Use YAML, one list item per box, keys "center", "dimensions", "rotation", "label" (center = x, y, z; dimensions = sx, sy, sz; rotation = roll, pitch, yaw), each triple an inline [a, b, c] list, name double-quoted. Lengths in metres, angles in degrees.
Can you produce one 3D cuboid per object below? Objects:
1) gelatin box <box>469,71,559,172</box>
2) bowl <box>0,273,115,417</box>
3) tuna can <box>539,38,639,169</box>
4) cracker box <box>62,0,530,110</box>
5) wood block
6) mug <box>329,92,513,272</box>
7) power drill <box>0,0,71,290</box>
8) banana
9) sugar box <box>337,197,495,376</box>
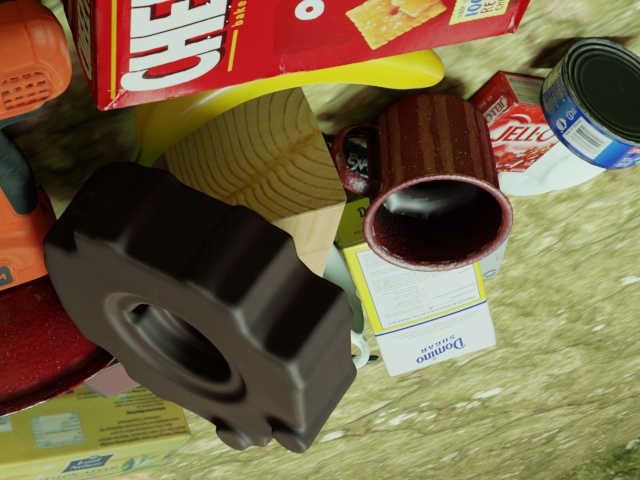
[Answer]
- center: [0.134, -0.080, 0.745]
  dimensions: [0.089, 0.030, 0.073]
  rotation: [0, 148, -42]
  label: "gelatin box"
- center: [-0.202, 0.052, 0.631]
  dimensions: [0.162, 0.055, 0.162]
  rotation: [-8, -162, 2]
  label: "bowl"
- center: [0.189, -0.090, 0.704]
  dimensions: [0.086, 0.086, 0.034]
  rotation: [-8, 154, -30]
  label: "tuna can"
- center: [0.003, -0.142, 0.443]
  dimensions: [0.213, 0.072, 0.164]
  rotation: [-14, 155, -18]
  label: "cracker box"
- center: [-0.054, 0.001, 0.674]
  dimensions: [0.090, 0.090, 0.206]
  rotation: [-15, 155, -17]
  label: "wood block"
- center: [0.060, -0.042, 0.678]
  dimensions: [0.117, 0.081, 0.093]
  rotation: [13, 138, -17]
  label: "mug"
- center: [-0.204, -0.028, 0.514]
  dimensions: [0.184, 0.057, 0.188]
  rotation: [-17, 156, -14]
  label: "power drill"
- center: [-0.019, -0.089, 0.571]
  dimensions: [0.197, 0.037, 0.070]
  rotation: [-20, 145, -18]
  label: "banana"
- center: [0.074, 0.030, 0.801]
  dimensions: [0.093, 0.048, 0.176]
  rotation: [-17, 142, 2]
  label: "sugar box"
